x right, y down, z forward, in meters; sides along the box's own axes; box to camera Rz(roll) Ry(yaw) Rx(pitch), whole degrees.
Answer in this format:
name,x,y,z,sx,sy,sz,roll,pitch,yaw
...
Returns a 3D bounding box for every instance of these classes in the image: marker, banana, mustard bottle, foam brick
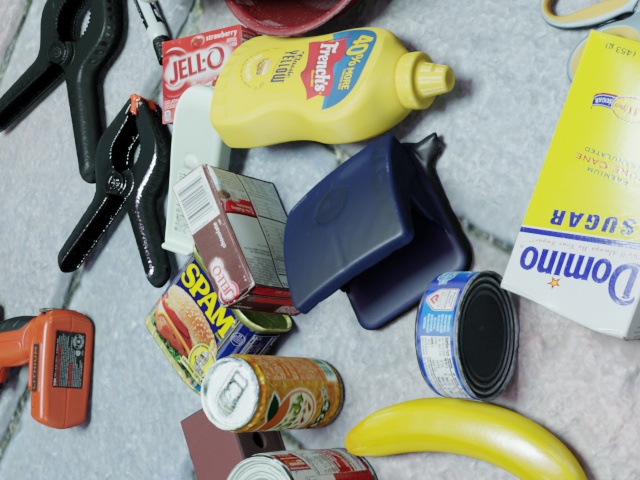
name,x,y,z,sx,sy,sz,roll,pitch,yaw
marker,-0.155,-0.205,0.962,0.020,0.020,0.121,-36,65,26
banana,0.101,0.142,0.722,0.198,0.037,0.069,16,91,36
mustard bottle,0.012,-0.116,0.801,0.192,0.058,0.096,2,54,35
foam brick,-0.064,0.164,0.827,0.051,0.052,0.078,-33,66,27

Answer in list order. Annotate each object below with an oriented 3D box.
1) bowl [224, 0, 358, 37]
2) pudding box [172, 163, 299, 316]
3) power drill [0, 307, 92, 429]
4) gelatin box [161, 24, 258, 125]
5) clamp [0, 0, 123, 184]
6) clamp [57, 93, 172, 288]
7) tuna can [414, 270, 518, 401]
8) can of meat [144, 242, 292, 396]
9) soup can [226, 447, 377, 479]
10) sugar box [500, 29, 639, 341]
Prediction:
name,x,y,z,sx,sy,sz,roll,pitch,yaw
bowl,-0.005,-0.232,0.837,0.162,0.055,0.162,-6,80,35
pudding box,-0.055,0.001,0.821,0.039,0.089,0.113,-34,65,25
power drill,-0.297,0.133,0.994,0.188,0.057,0.184,-3,82,35
gelatin box,-0.094,-0.137,0.901,0.089,0.030,0.073,-4,84,34
clamp,-0.229,-0.164,0.999,0.165,0.036,0.210,33,103,29
clamp,-0.163,-0.040,0.934,0.120,0.039,0.171,17,92,25
tuna can,0.097,0.063,0.706,0.034,0.086,0.086,-2,83,37
can of meat,-0.084,0.064,0.854,0.084,0.057,0.102,-52,58,21
soup can,-0.013,0.183,0.757,0.069,0.102,0.068,-6,80,34
sugar box,0.187,-0.034,0.672,0.093,0.048,0.176,25,102,35
